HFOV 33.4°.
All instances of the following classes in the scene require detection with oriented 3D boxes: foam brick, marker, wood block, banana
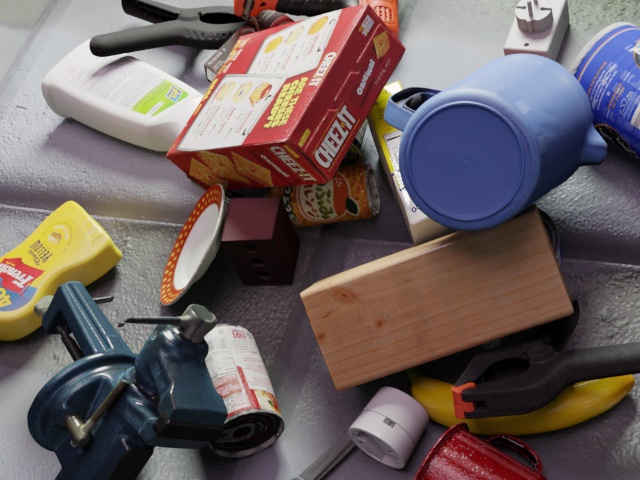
[{"bbox_3d":[-0.057,0.001,1.036,0.053,0.078,0.051,-1,53,18],"label":"foam brick"},{"bbox_3d":[-0.102,-0.050,1.126,0.020,0.020,0.121,-45,53,-15],"label":"marker"},{"bbox_3d":[0.100,0.047,0.906,0.206,0.090,0.090,-20,92,12],"label":"wood block"},{"bbox_3d":[0.158,0.132,0.892,0.198,0.037,0.069,2,56,20],"label":"banana"}]

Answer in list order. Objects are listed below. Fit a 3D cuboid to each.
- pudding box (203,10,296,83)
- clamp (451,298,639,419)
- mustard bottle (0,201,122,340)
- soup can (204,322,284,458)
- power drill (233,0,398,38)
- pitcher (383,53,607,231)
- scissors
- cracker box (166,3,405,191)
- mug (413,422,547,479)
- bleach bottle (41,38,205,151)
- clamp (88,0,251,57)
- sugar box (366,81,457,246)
[{"bbox_3d":[-0.060,-0.199,1.193,0.090,0.039,0.113,37,74,14],"label":"pudding box"},{"bbox_3d":[0.187,0.102,0.857,0.171,0.039,0.120,-28,22,-26],"label":"clamp"},{"bbox_3d":[-0.304,0.047,1.100,0.191,0.058,0.096,-41,52,-12],"label":"mustard bottle"},{"bbox_3d":[-0.079,0.133,0.953,0.068,0.068,0.102,-24,51,1],"label":"soup can"},{"bbox_3d":[-0.002,-0.298,1.203,0.187,0.057,0.184,7,51,-11],"label":"power drill"},{"bbox_3d":[0.137,-0.086,0.894,0.149,0.242,0.145,-26,92,24],"label":"pitcher"},{"bbox_3d":[-0.040,0.211,0.916,0.096,0.016,0.201,23,65,31],"label":"scissors"},{"bbox_3d":[-0.037,-0.132,1.041,0.214,0.072,0.164,1,56,52],"label":"cracker box"},{"bbox_3d":[0.130,0.195,0.830,0.082,0.093,0.117,27,42,27],"label":"mug"},{"bbox_3d":[-0.197,-0.145,1.201,0.251,0.068,0.102,29,66,31],"label":"bleach bottle"},{"bbox_3d":[-0.160,-0.247,1.249,0.210,0.036,0.164,6,33,10],"label":"clamp"},{"bbox_3d":[0.089,-0.059,1.020,0.048,0.093,0.176,-21,52,2],"label":"sugar box"}]
